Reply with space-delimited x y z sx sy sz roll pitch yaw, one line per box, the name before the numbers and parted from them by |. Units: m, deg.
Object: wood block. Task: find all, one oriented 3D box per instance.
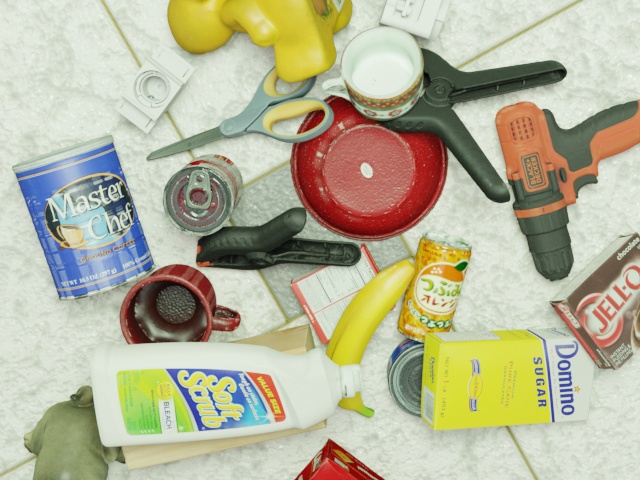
wood block | -0.102 0.161 1.103 0.206 0.091 0.090 -13 100 5

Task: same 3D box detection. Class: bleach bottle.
bleach bottle | -0.086 0.137 1.020 0.251 0.068 0.102 -6 100 2

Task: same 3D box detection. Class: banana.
banana | 0.041 0.103 1.086 0.069 0.037 0.198 -6 127 -30

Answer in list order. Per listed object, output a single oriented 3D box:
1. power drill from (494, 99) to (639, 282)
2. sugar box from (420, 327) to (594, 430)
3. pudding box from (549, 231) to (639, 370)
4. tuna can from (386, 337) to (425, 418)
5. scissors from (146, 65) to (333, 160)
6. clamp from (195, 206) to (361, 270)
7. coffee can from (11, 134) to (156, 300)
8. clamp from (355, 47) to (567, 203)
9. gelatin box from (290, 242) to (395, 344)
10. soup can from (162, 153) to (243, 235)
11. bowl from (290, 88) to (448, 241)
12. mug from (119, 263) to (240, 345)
power drill | 0.280 -0.065 1.057 0.188 0.057 0.184 -16 100 5
sugar box | 0.191 0.139 1.082 0.176 0.048 0.093 -1 102 -15
pudding box | 0.298 0.061 1.071 0.113 0.039 0.090 -41 99 -18
tuna can | 0.112 0.143 1.119 0.086 0.033 0.086 1 102 2
scissors | -0.083 -0.132 1.076 0.202 0.016 0.096 -2 75 20
clamp | -0.057 0.001 1.056 0.172 0.120 0.039 -6 61 21
coffee can | -0.235 -0.024 1.065 0.103 0.103 0.140 -16 101 5
clamp | 0.115 -0.125 1.019 0.210 0.036 0.164 15 63 12
gelatin box | 0.024 0.055 1.107 0.089 0.030 0.073 -28 98 7
soup can | -0.114 -0.047 1.054 0.068 0.102 0.068 0 102 2
bowl | 0.049 -0.073 1.067 0.162 0.055 0.162 1 101 3
mug | -0.139 0.072 1.091 0.117 0.081 0.093 7 102 1
